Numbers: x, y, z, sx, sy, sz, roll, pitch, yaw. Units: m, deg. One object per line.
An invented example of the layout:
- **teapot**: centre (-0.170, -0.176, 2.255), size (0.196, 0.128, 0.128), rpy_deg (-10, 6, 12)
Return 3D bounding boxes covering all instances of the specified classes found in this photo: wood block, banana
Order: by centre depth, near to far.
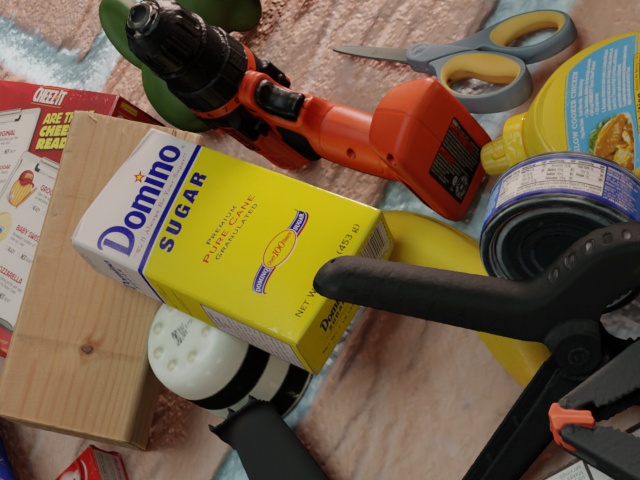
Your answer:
- **banana**: centre (0.065, 0.024, 0.611), size (0.198, 0.037, 0.070), rpy_deg (22, 101, 46)
- **wood block**: centre (-0.143, 0.029, 0.723), size (0.091, 0.090, 0.206), rpy_deg (12, 75, 1)

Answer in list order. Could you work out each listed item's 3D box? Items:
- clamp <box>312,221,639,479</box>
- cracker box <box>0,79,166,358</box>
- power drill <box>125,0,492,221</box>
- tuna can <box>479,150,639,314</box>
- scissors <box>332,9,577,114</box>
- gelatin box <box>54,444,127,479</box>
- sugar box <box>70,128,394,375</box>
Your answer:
- **clamp**: centre (0.120, 0.056, 0.509), size (0.210, 0.164, 0.036), rpy_deg (-16, 23, 13)
- **cracker box**: centre (-0.230, -0.014, 0.859), size (0.164, 0.072, 0.213), rpy_deg (13, 77, 39)
- **power drill**: centre (-0.005, -0.078, 0.630), size (0.188, 0.184, 0.057), rpy_deg (22, 85, 35)
- **tuna can**: centre (0.123, -0.001, 0.530), size (0.086, 0.086, 0.033), rpy_deg (-17, 35, 35)
- **scissors**: centre (0.084, -0.125, 0.674), size (0.096, 0.016, 0.202), rpy_deg (-35, 31, -6)
- **gelatin box**: centre (-0.160, 0.196, 0.725), size (0.073, 0.030, 0.089), rpy_deg (-44, 47, 16)
- **sugar box**: centre (-0.054, 0.001, 0.623), size (0.176, 0.048, 0.093), rpy_deg (22, 67, 28)
